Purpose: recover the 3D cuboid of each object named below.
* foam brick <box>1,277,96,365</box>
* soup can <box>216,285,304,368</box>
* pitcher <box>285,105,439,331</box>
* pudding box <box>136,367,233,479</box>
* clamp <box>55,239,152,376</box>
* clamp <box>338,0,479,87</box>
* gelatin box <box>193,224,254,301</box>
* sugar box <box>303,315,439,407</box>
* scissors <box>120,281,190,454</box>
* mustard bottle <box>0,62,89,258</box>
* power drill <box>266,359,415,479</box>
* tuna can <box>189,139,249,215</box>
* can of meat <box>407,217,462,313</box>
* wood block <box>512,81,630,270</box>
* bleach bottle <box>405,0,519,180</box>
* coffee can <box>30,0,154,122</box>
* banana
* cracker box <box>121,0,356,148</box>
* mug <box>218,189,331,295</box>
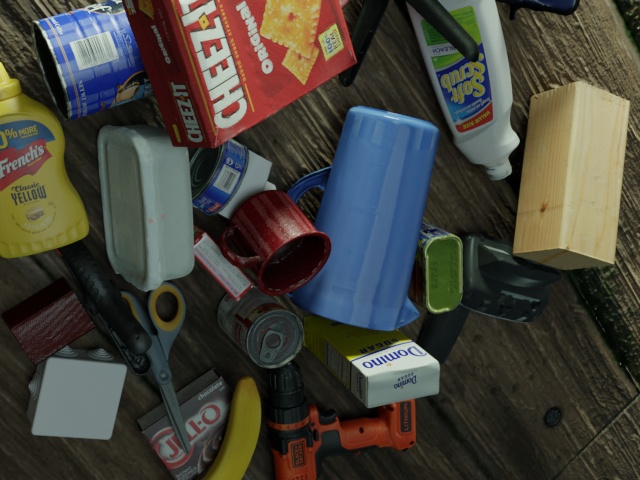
[{"bbox_3d":[-0.287,0.085,1.128,0.078,0.053,0.051,-32,116,-13],"label":"foam brick"},{"bbox_3d":[-0.070,0.095,1.206,0.068,0.102,0.068,-7,108,-24],"label":"soup can"},{"bbox_3d":[0.046,-0.028,1.220,0.149,0.145,0.243,9,98,-41],"label":"pitcher"},{"bbox_3d":[-0.144,0.216,1.243,0.113,0.039,0.090,-36,117,-12],"label":"pudding box"},{"bbox_3d":[-0.223,0.062,1.107,0.039,0.120,0.171,-34,88,-23],"label":"clamp"},{"bbox_3d":[0.072,-0.275,1.177,0.165,0.036,0.210,-15,96,25],"label":"clamp"},{"bbox_3d":[-0.120,0.020,1.176,0.030,0.073,0.089,-45,118,-7],"label":"gelatin box"},{"bbox_3d":[0.056,0.131,1.234,0.093,0.176,0.048,-8,108,-23],"label":"sugar box"},{"bbox_3d":[-0.165,0.133,1.197,0.096,0.016,0.201,-35,104,-16],"label":"scissors"},{"bbox_3d":[-0.301,-0.083,1.068,0.096,0.058,0.191,-15,111,-9],"label":"mustard bottle"},{"bbox_3d":[0.023,0.211,1.313,0.187,0.057,0.184,-11,113,-19],"label":"power drill"},{"bbox_3d":[-0.115,-0.072,1.145,0.033,0.086,0.086,28,92,-28],"label":"tuna can"},{"bbox_3d":[0.129,0.030,1.292,0.057,0.084,0.102,-11,110,-23],"label":"can of meat"},{"bbox_3d":[0.306,-0.076,1.304,0.090,0.091,0.206,15,77,-28],"label":"wood block"},{"bbox_3d":[0.184,-0.186,1.249,0.251,0.103,0.068,67,31,-25],"label":"bleach bottle"},{"bbox_3d":[-0.202,-0.187,1.060,0.140,0.103,0.103,-21,113,-19],"label":"coffee can"},{"bbox_3d":[-0.112,0.249,1.220,0.069,0.037,0.198,30,91,-42],"label":"banana"},{"bbox_3d":[-0.072,-0.206,1.032,0.213,0.072,0.164,-37,120,-37],"label":"cracker box"},{"bbox_3d":[-0.058,0.001,1.153,0.117,0.082,0.093,-13,140,-35],"label":"mug"}]
